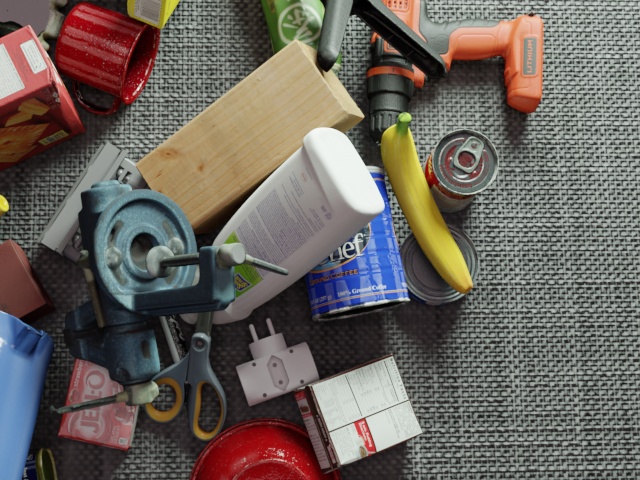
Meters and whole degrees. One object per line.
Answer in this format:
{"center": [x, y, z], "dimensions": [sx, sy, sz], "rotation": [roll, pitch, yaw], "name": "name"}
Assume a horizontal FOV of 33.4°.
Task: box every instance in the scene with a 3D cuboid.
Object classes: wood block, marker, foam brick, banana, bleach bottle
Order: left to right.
{"center": [-0.317, 0.048, 1.093], "dimensions": [0.053, 0.051, 0.078], "rotation": [-30, 83, -7], "name": "foam brick"}
{"center": [-0.156, 0.091, 1.112], "dimensions": [0.020, 0.020, 0.121], "rotation": [-19, 82, -7], "name": "marker"}
{"center": [-0.070, -0.100, 1.079], "dimensions": [0.206, 0.090, 0.090], "rotation": [-36, 84, 13], "name": "wood block"}
{"center": [-0.057, 0.001, 1.054], "dimensions": [0.251, 0.067, 0.102], "rotation": [-38, 73, 30], "name": "bleach bottle"}
{"center": [0.102, -0.037, 1.085], "dimensions": [0.037, 0.070, 0.198], "rotation": [-25, 105, -4], "name": "banana"}

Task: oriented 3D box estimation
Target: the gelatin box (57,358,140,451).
{"center": [-0.221, 0.164, 1.090], "dimensions": [0.073, 0.030, 0.089], "rotation": [12, 80, -1], "name": "gelatin box"}

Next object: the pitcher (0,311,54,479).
{"center": [-0.339, 0.195, 0.991], "dimensions": [0.145, 0.149, 0.243], "rotation": [6, 56, -5], "name": "pitcher"}

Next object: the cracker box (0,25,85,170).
{"center": [-0.354, -0.112, 1.061], "dimensions": [0.213, 0.164, 0.072], "rotation": [-27, 81, -8], "name": "cracker box"}

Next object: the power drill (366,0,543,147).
{"center": [0.144, -0.184, 1.158], "dimensions": [0.187, 0.057, 0.184], "rotation": [5, 80, -3], "name": "power drill"}

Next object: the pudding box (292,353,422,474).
{"center": [0.039, 0.174, 1.081], "dimensions": [0.113, 0.039, 0.090], "rotation": [-15, 80, -35], "name": "pudding box"}

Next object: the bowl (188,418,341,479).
{"center": [-0.052, 0.260, 1.063], "dimensions": [0.162, 0.055, 0.162], "rotation": [1, 85, -8], "name": "bowl"}

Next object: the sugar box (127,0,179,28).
{"center": [-0.144, -0.310, 1.107], "dimensions": [0.048, 0.093, 0.176], "rotation": [23, 51, 1], "name": "sugar box"}

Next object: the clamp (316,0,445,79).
{"center": [0.040, -0.248, 1.106], "dimensions": [0.164, 0.036, 0.210], "rotation": [4, 55, -37], "name": "clamp"}

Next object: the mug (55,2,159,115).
{"center": [-0.229, -0.190, 1.128], "dimensions": [0.081, 0.093, 0.117], "rotation": [21, 116, 5], "name": "mug"}

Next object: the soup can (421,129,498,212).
{"center": [0.142, -0.070, 1.116], "dimensions": [0.068, 0.102, 0.068], "rotation": [1, 80, -4], "name": "soup can"}

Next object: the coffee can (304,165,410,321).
{"center": [0.029, 0.005, 1.096], "dimensions": [0.102, 0.103, 0.140], "rotation": [-10, 81, -5], "name": "coffee can"}

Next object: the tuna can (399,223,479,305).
{"center": [0.123, 0.026, 1.133], "dimensions": [0.086, 0.034, 0.086], "rotation": [1, 81, -4], "name": "tuna can"}

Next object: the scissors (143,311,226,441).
{"center": [-0.138, 0.109, 1.072], "dimensions": [0.096, 0.016, 0.202], "rotation": [-2, 107, 9], "name": "scissors"}
